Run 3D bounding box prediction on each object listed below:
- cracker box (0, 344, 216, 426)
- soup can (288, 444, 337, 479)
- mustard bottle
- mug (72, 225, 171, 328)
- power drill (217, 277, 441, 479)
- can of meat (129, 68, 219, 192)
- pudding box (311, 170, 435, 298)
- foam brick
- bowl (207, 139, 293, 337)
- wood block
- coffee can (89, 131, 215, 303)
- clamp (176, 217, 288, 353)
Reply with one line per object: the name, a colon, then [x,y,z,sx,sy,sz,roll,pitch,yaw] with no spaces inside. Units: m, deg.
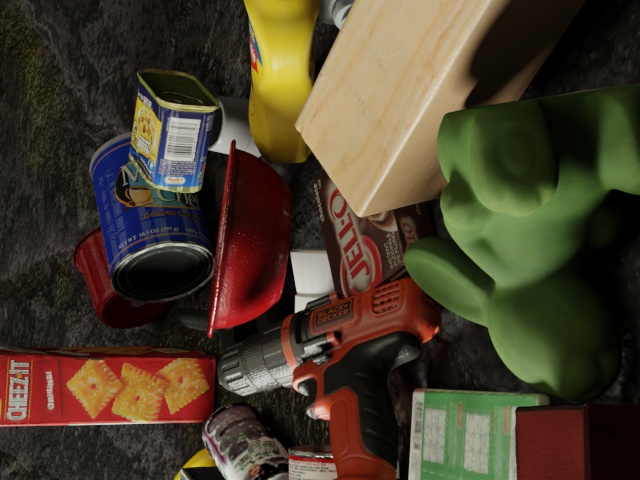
cracker box: [-0.231,0.135,1.027,0.164,0.213,0.072,-4,82,58]
soup can: [0.009,0.202,0.772,0.069,0.068,0.102,-9,78,57]
mustard bottle: [-0.029,-0.153,0.824,0.192,0.058,0.096,93,175,-54]
mug: [-0.203,0.045,1.128,0.117,0.093,0.081,86,161,-54]
power drill: [-0.004,0.123,0.723,0.185,0.057,0.187,-24,43,29]
can of meat: [-0.136,-0.100,0.970,0.102,0.057,0.084,48,131,55]
pudding box: [0.039,-0.014,0.786,0.090,0.039,0.113,-41,52,48]
foam brick: [0.148,0.112,0.558,0.051,0.078,0.053,-18,68,56]
bowl: [-0.056,0.001,0.867,0.162,0.055,0.162,-174,91,-84]
wood block: [0.074,-0.120,0.660,0.090,0.090,0.206,56,141,24]
coffee can: [-0.167,-0.024,1.055,0.103,0.102,0.140,-51,45,41]
clamp: [-0.077,0.069,0.955,0.120,0.039,0.171,-61,39,29]
